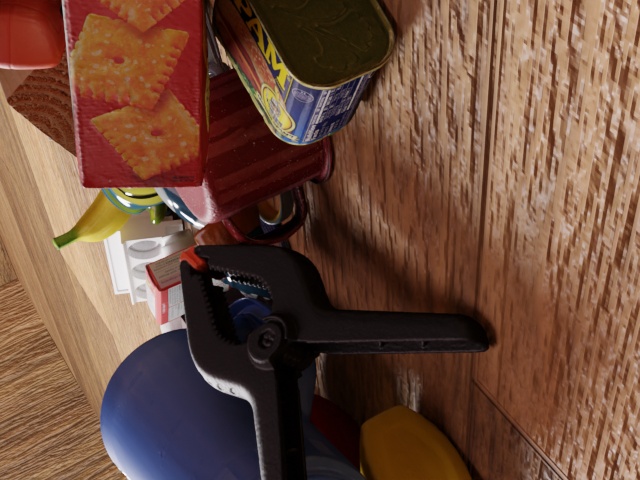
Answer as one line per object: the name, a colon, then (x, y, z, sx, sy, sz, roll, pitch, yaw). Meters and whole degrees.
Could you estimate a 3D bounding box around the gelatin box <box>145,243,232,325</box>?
gelatin box: (-0.101, 0.028, 0.890, 0.030, 0.089, 0.073, 59, 160, 19)

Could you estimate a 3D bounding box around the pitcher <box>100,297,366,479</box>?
pitcher: (-0.055, 0.145, 0.731, 0.243, 0.144, 0.149, 25, 132, 62)

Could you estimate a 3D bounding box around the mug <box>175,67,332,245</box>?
mug: (-0.047, -0.051, 0.658, 0.093, 0.081, 0.117, 23, 135, 63)

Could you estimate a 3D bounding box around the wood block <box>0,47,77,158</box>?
wood block: (-0.187, -0.142, 0.812, 0.090, 0.091, 0.206, 40, -175, -32)

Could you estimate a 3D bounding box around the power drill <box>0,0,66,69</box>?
power drill: (-0.157, -0.185, 0.546, 0.184, 0.057, 0.188, -91, 10, -49)

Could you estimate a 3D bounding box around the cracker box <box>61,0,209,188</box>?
cracker box: (-0.090, -0.157, 0.528, 0.164, 0.072, 0.214, -99, 12, -45)

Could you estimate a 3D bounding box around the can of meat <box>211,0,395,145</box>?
can of meat: (-0.013, -0.107, 0.539, 0.102, 0.057, 0.084, 61, 164, 10)

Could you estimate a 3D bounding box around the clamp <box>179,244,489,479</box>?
clamp: (-0.024, 0.073, 0.616, 0.210, 0.164, 0.036, 32, 177, 40)

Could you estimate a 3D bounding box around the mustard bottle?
mustard bottle: (0.061, 0.198, 0.734, 0.096, 0.058, 0.192, 53, 159, 32)

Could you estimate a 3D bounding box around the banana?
banana: (-0.190, -0.070, 0.999, 0.037, 0.069, 0.198, 41, 120, 30)
